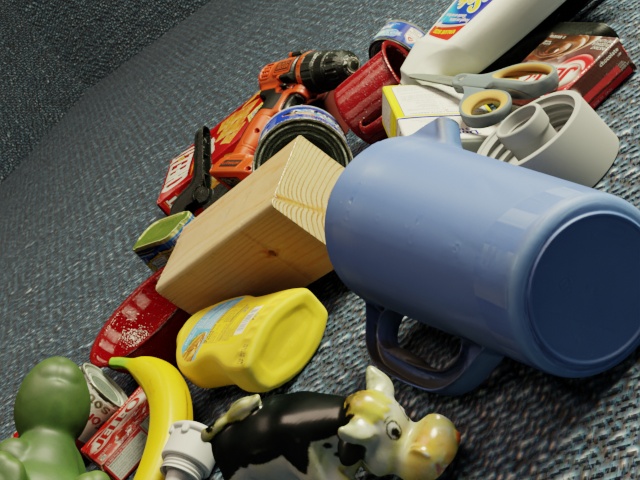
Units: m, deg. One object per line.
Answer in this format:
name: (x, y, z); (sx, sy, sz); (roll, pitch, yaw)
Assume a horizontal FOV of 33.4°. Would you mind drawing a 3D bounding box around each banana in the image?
banana: (-0.142, 0.163, 0.921); (0.069, 0.037, 0.198); (-27, 37, 7)

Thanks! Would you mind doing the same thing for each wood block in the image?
wood block: (-0.057, 0.002, 1.004); (0.207, 0.090, 0.090); (-33, 29, 46)

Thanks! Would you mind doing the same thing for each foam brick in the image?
foam brick: (0.002, -0.148, 1.332); (0.053, 0.051, 0.078); (-27, 24, 37)

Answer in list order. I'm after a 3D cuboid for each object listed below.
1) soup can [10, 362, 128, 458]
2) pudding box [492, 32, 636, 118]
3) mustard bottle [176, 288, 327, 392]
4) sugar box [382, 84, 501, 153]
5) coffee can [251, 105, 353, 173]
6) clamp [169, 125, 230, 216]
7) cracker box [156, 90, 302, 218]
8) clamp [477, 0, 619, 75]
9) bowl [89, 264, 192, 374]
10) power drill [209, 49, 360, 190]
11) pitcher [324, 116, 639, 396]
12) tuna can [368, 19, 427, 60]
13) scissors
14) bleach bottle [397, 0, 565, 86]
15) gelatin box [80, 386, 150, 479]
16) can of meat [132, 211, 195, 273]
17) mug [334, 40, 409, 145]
soup can: (-0.245, 0.179, 1.054); (0.102, 0.068, 0.068); (-45, 19, 2)
pudding box: (0.210, -0.139, 0.944); (0.090, 0.039, 0.114); (-43, 20, -5)
mustard bottle: (-0.079, 0.091, 0.960); (0.192, 0.058, 0.096); (-10, 38, 56)
sugar box: (0.111, -0.101, 0.978); (0.093, 0.048, 0.176); (-2, 25, -2)
coffee can: (-0.019, -0.086, 1.128); (0.103, 0.103, 0.140); (-38, 10, 7)
clamp: (-0.133, -0.057, 1.353); (0.120, 0.039, 0.171); (14, 83, 34)
cracker box: (-0.120, -0.122, 1.471); (0.214, 0.072, 0.164); (-36, 20, 15)
clamp: (0.222, -0.206, 1.070); (0.210, 0.036, 0.164); (-27, 27, 35)
bowl: (-0.167, 0.089, 1.129); (0.162, 0.055, 0.162); (-37, 21, 16)
power drill: (-0.043, -0.142, 1.262); (0.185, 0.057, 0.187); (0, 57, 58)
pitcher: (0.104, 0.017, 0.703); (0.145, 0.149, 0.243); (-30, 20, -14)
tuna can: (0.098, -0.213, 1.240); (0.033, 0.086, 0.086); (-51, 22, -24)
scissors: (0.123, -0.131, 0.960); (0.096, 0.016, 0.202); (-44, 28, -28)
bleach bottle: (0.167, -0.218, 1.059); (0.251, 0.068, 0.102); (-45, 31, 14)
gelatin box: (-0.177, 0.179, 0.997); (0.089, 0.030, 0.073); (-47, 20, -17)
can of meat: (-0.158, 0.017, 1.225); (0.102, 0.084, 0.057); (-15, 32, 51)
mug: (0.069, -0.151, 1.164); (0.082, 0.093, 0.117); (-36, 25, 27)
